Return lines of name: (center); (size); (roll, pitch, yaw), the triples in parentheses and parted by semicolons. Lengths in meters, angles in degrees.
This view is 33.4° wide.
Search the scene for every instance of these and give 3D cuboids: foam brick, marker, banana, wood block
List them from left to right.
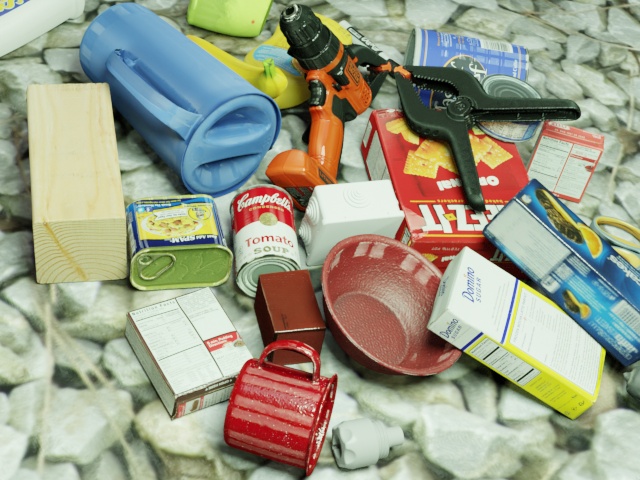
wood block: (-0.254, -0.063, 1.104); (0.090, 0.091, 0.206); (-3, 48, -14)
banana: (-0.092, -0.196, 1.224); (0.037, 0.069, 0.198); (-38, 34, -22)
foam brick: (-0.031, 0.075, 1.045); (0.053, 0.051, 0.078); (-4, 47, -14)
marker: (0.066, -0.250, 1.402); (0.020, 0.020, 0.121); (-27, 57, -32)

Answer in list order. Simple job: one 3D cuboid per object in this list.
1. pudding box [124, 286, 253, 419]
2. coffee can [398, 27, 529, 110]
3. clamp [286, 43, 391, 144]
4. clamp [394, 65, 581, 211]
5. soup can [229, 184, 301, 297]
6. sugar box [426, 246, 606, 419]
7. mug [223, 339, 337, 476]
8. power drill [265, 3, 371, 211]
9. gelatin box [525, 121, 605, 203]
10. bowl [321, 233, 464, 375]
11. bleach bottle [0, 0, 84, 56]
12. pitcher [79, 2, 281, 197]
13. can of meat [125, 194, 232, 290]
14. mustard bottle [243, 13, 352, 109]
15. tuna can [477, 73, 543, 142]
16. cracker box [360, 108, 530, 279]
pudding box: (-0.122, 0.104, 1.008); (0.089, 0.039, 0.114); (-18, 51, -26)
coffee can: (0.175, -0.201, 1.318); (0.140, 0.103, 0.102); (9, 45, -4)
clamp: (0.022, -0.201, 1.288); (0.039, 0.120, 0.171); (10, 34, 36)
clamp: (0.154, -0.128, 1.172); (0.210, 0.036, 0.164); (31, 71, 29)
soup can: (-0.057, 0.001, 1.099); (0.068, 0.068, 0.102); (1, 47, -11)
sugar box: (0.194, 0.091, 1.047); (0.176, 0.048, 0.093); (31, 45, -5)
mug: (-0.034, 0.141, 0.939); (0.081, 0.117, 0.093); (14, 23, 9)
power drill: (-0.006, -0.139, 1.161); (0.057, 0.184, 0.187); (0, 64, 30)
gelatin box: (0.282, -0.093, 1.245); (0.073, 0.089, 0.030); (16, 45, 4)
bowl: (0.061, 0.074, 1.045); (0.162, 0.055, 0.162); (18, 46, -20)
bleach bottle: (-0.402, -0.255, 1.281); (0.103, 0.068, 0.250); (28, 50, 16)
pitcher: (-0.171, -0.169, 1.193); (0.144, 0.149, 0.243); (-31, 56, -27)
can of meat: (-0.148, 0.000, 1.090); (0.102, 0.057, 0.084); (-3, 45, -16)
mustard bottle: (-0.042, -0.212, 1.315); (0.096, 0.058, 0.191); (25, 46, 14)
tuna can: (0.216, -0.154, 1.231); (0.086, 0.034, 0.086); (11, 45, -11)
cracker box: (0.148, -0.056, 1.194); (0.164, 0.072, 0.214); (-1, 47, -13)
